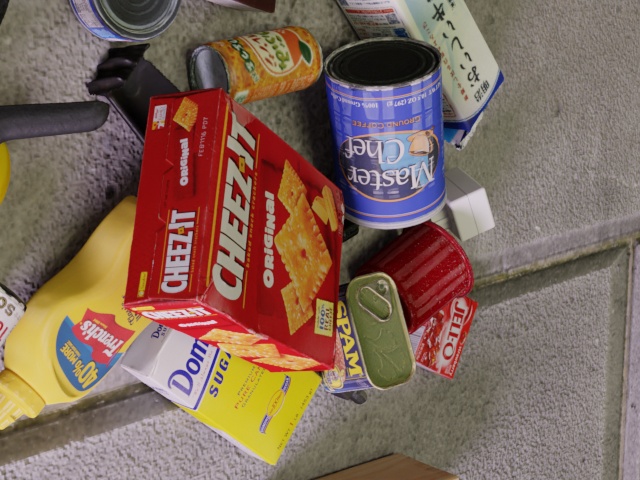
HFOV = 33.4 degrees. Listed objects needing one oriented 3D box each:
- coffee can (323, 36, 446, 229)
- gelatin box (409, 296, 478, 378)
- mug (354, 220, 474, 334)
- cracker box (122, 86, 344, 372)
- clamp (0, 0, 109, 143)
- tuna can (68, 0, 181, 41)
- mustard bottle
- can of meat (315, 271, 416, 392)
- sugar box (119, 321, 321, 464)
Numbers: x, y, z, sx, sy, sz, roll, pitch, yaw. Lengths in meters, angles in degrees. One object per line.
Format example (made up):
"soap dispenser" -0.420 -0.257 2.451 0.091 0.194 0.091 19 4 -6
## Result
"coffee can" 0.059 -0.096 0.949 0.102 0.103 0.140 -34 132 -35
"gelatin box" 0.124 0.092 1.120 0.073 0.030 0.089 29 78 -44
"mug" 0.088 0.047 1.042 0.081 0.093 0.117 -37 144 -28
"cracker box" -0.055 0.001 0.831 0.213 0.072 0.164 37 53 -58
"clamp" -0.241 -0.094 0.707 0.171 0.039 0.120 -30 76 -25
"tuna can" -0.145 -0.192 0.797 0.085 0.034 0.086 -11 106 -43
"mustard bottle" -0.178 0.062 0.798 0.191 0.058 0.096 -50 148 -24
"can of meat" 0.031 0.086 0.971 0.057 0.084 0.102 -13 87 -36
"sugar box" -0.080 0.113 0.915 0.176 0.048 0.093 44 67 -41
